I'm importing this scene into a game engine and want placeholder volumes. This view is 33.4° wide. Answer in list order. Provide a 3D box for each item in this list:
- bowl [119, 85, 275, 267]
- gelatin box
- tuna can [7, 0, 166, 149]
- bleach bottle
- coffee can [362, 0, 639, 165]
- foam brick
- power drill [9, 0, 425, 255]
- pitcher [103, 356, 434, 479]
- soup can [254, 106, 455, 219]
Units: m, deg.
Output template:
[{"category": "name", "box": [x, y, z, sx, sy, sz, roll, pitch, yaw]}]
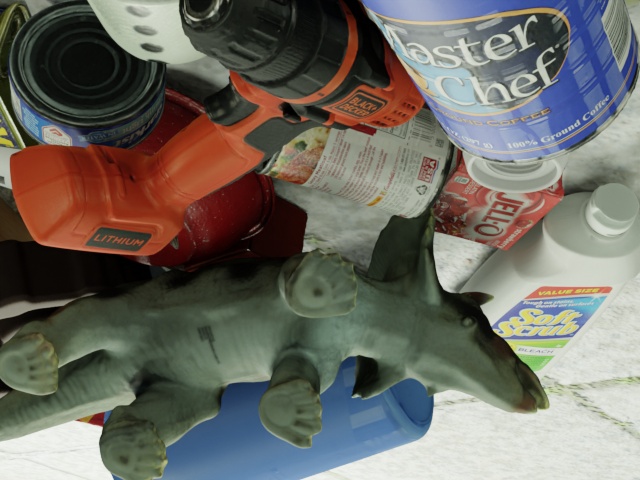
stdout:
[{"category": "bowl", "box": [-0.113, -0.032, 0.695, 0.162, 0.055, 0.162, 17, 146, 11]}, {"category": "gelatin box", "box": [0.109, -0.029, 0.703, 0.073, 0.030, 0.089, 14, 155, -11]}, {"category": "tuna can", "box": [-0.128, -0.090, 0.588, 0.086, 0.086, 0.034, 11, 153, -6]}, {"category": "bleach bottle", "box": [0.160, 0.030, 0.776, 0.102, 0.068, 0.251, 9, 153, -4]}, {"category": "coffee can", "box": [0.073, -0.111, 0.459, 0.103, 0.103, 0.140, -5, 152, 26]}, {"category": "foam brick", "box": [-0.055, 0.001, 0.794, 0.051, 0.053, 0.078, 28, 149, -35]}, {"category": "power drill", "box": [-0.056, -0.056, 0.508, 0.188, 0.057, 0.184, -26, 163, 25]}, {"category": "pitcher", "box": [-0.034, 0.137, 0.842, 0.243, 0.145, 0.149, -20, -179, 23]}, {"category": "soup can", "box": [0.019, -0.058, 0.629, 0.102, 0.068, 0.069, 16, 154, -17]}]
